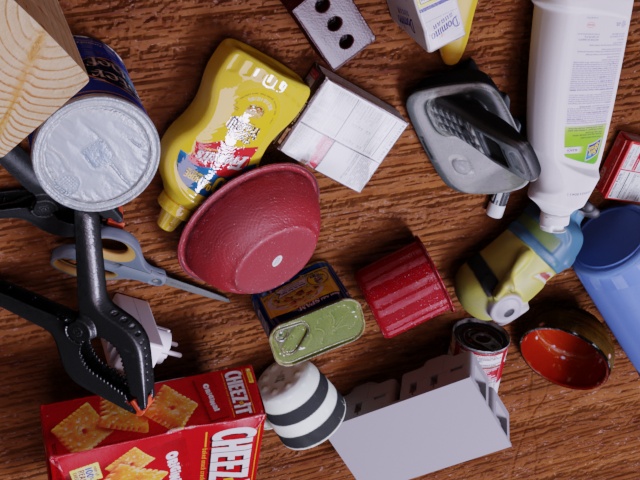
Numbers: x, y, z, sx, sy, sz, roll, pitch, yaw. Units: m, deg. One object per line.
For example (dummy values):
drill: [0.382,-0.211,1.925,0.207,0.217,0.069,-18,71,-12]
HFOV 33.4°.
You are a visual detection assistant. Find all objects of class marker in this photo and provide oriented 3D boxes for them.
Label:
marker: [0.207,-0.081,1.157,0.020,0.020,0.121,3,119,-23]

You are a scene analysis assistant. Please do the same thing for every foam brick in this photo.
foam brick: [0.005,-0.207,0.978,0.053,0.051,0.078,-37,126,3]

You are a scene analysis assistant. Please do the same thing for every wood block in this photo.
wood block: [-0.251,-0.162,0.809,0.091,0.206,0.090,-40,126,5]

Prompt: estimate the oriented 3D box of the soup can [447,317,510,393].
soup can: [0.181,0.152,1.262,0.068,0.068,0.102,-5,122,-19]

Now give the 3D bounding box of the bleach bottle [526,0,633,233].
bleach bottle: [0.249,-0.129,1.087,0.102,0.068,0.251,-5,112,-26]

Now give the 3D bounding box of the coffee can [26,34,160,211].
coffee can: [-0.200,-0.102,0.906,0.102,0.140,0.103,-10,123,-16]

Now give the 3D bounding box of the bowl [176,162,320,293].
bowl: [-0.057,0.001,1.046,0.162,0.055,0.162,-26,149,-18]

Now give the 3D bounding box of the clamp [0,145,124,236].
clamp: [-0.255,-0.048,0.971,0.171,0.039,0.120,7,143,-28]

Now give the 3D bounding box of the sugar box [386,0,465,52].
sugar box: [0.075,-0.264,0.945,0.048,0.093,0.176,-28,127,-4]

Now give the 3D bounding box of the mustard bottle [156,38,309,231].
mustard bottle: [-0.099,-0.089,1.007,0.096,0.058,0.192,23,110,-37]

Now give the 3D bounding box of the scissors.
scissors: [-0.163,0.026,1.057,0.201,0.016,0.096,11,147,-26]

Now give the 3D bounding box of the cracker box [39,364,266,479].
cracker box: [-0.171,0.217,1.091,0.213,0.072,0.164,-8,141,-16]

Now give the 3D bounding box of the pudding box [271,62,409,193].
pudding box: [0.018,-0.109,1.053,0.113,0.039,0.090,25,108,-34]

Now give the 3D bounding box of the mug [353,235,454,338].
mug: [0.090,0.056,1.163,0.081,0.093,0.117,-26,163,1]

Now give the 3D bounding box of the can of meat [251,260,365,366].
can of meat: [-0.016,0.074,1.125,0.102,0.084,0.057,-22,126,-8]

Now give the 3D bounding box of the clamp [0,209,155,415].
clamp: [-0.231,0.078,1.005,0.165,0.036,0.210,-21,105,24]
